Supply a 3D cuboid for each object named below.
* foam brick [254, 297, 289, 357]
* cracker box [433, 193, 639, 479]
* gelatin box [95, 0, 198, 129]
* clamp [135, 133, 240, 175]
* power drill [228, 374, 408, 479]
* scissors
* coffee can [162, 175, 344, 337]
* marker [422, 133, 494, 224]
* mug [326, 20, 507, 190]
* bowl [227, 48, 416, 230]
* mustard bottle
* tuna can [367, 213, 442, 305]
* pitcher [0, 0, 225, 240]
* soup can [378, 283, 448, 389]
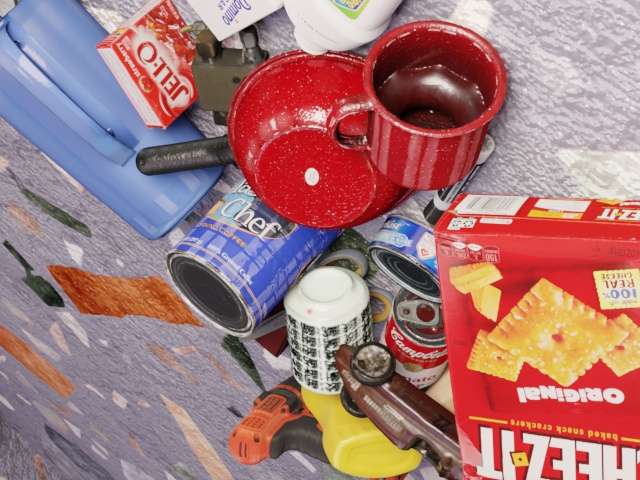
[{"bbox_3d":[-0.044,0.080,1.145,0.051,0.053,0.078,38,151,7],"label":"foam brick"},{"bbox_3d":[0.173,0.078,0.741,0.164,0.072,0.214,4,117,28],"label":"cracker box"},{"bbox_3d":[-0.138,-0.151,0.913,0.030,0.073,0.089,8,137,48],"label":"gelatin box"},{"bbox_3d":[-0.061,-0.082,0.917,0.172,0.120,0.039,-2,105,32],"label":"clamp"},{"bbox_3d":[0.016,0.204,1.167,0.188,0.184,0.057,9,112,22],"label":"power drill"},{"bbox_3d":[0.000,0.076,1.060,0.096,0.016,0.202,35,135,-7],"label":"scissors"},{"bbox_3d":[-0.056,0.001,0.952,0.103,0.140,0.103,31,151,20],"label":"coffee can"},{"bbox_3d":[0.103,-0.044,0.814,0.020,0.020,0.121,38,152,7],"label":"marker"},{"bbox_3d":[0.061,-0.084,0.718,0.081,0.117,0.093,92,164,-62],"label":"mug"},{"bbox_3d":[0.001,-0.062,0.808,0.162,0.055,0.162,8,130,9],"label":"bowl"},{"bbox_3d":[0.032,0.163,1.096,0.192,0.096,0.058,-121,38,-59],"label":"mustard bottle"},{"bbox_3d":[0.082,0.017,0.891,0.086,0.033,0.086,33,165,10],"label":"tuna can"},{"bbox_3d":[-0.208,-0.114,0.991,0.242,0.149,0.145,44,139,-11],"label":"pitcher"},{"bbox_3d":[0.090,0.086,0.964,0.068,0.068,0.102,35,152,13],"label":"soup can"}]
